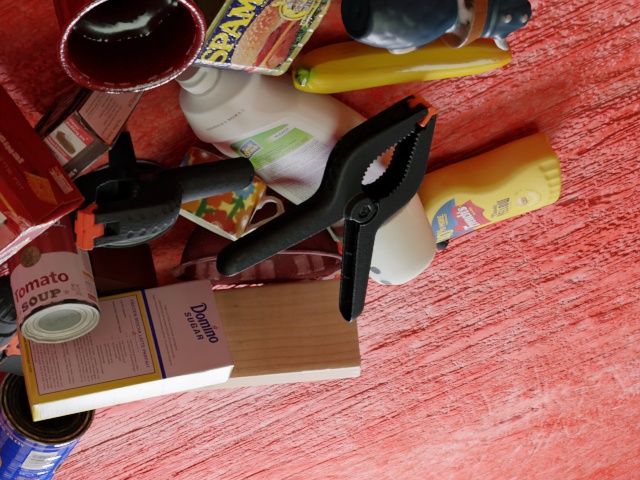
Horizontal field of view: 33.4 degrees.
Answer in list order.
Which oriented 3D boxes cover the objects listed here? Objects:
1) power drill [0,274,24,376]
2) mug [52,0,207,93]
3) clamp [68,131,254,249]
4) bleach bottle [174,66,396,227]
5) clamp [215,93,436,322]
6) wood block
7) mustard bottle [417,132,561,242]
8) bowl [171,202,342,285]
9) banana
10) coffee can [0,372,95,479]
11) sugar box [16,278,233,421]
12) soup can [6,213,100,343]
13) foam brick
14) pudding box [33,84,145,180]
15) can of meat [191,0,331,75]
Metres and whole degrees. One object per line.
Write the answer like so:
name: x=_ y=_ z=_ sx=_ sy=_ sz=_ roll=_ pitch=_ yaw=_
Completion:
power drill: x=-0.269 y=0.095 z=1.039 sx=0.187 sy=0.057 sz=0.185 roll=13 pitch=141 yaw=-40
mug: x=-0.127 y=-0.160 z=0.663 sx=0.093 sy=0.081 sz=0.117 roll=-15 pitch=151 yaw=-9
clamp: x=-0.138 y=-0.041 z=0.778 sx=0.171 sy=0.120 sz=0.039 roll=-33 pitch=130 yaw=-57
bleach bottle: x=-0.024 y=-0.091 z=0.866 sx=0.103 sy=0.068 sz=0.250 roll=-31 pitch=147 yaw=19
clamp: x=0.018 y=-0.031 z=0.871 sx=0.164 sy=0.036 sz=0.210 roll=14 pitch=114 yaw=-41
wood block: x=-0.066 y=0.097 z=1.067 sx=0.206 sy=0.090 sz=0.091 roll=-5 pitch=166 yaw=0
mustard bottle: x=0.139 y=-0.041 z=1.054 sx=0.191 sy=0.058 sz=0.096 roll=-19 pitch=154 yaw=0
bowl: x=-0.056 y=0.001 z=0.977 sx=0.162 sy=0.055 sz=0.162 roll=-4 pitch=169 yaw=-1
banana: x=0.054 y=-0.137 z=0.836 sx=0.197 sy=0.070 sz=0.037 roll=-13 pitch=119 yaw=-26
coffee can: x=-0.313 y=0.204 z=1.145 sx=0.102 sy=0.103 sz=0.141 roll=2 pitch=144 yaw=-34
sugar box: x=-0.174 y=0.095 z=0.947 sx=0.176 sy=0.093 sz=0.048 roll=-8 pitch=152 yaw=-20
soup can: x=-0.227 y=0.027 z=0.898 sx=0.068 sy=0.102 sz=0.068 roll=-15 pitch=151 yaw=-9
foam brick: x=-0.196 y=0.031 z=0.975 sx=0.053 sy=0.051 sz=0.078 roll=-37 pitch=147 yaw=29
pudding box: x=-0.173 y=-0.077 z=0.750 sx=0.090 sy=0.113 sz=0.039 roll=-36 pitch=113 yaw=25
can of meat: x=-0.050 y=-0.161 z=0.736 sx=0.083 sy=0.057 sz=0.102 roll=0 pitch=146 yaw=-37
